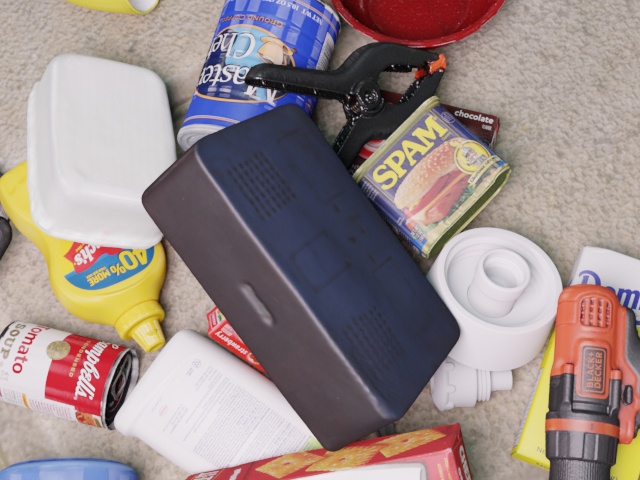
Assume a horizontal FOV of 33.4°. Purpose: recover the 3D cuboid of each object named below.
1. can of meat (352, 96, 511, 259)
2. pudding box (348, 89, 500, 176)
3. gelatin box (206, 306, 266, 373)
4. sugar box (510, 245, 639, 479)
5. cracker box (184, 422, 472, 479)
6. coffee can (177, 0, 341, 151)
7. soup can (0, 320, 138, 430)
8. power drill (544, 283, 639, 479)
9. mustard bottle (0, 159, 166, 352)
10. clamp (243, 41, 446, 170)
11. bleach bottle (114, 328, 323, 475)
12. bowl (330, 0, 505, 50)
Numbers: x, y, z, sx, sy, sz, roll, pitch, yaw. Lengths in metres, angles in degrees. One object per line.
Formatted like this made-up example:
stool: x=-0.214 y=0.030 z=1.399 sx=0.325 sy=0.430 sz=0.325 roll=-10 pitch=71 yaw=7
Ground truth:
can of meat: x=0.087 y=-0.047 z=0.839 sx=0.102 sy=0.057 sz=0.084 roll=-45 pitch=76 yaw=-5
pudding box: x=0.085 y=-0.071 z=0.896 sx=0.113 sy=0.039 sz=0.090 roll=15 pitch=75 yaw=10
gelatin box: x=-0.032 y=0.066 z=0.834 sx=0.073 sy=0.089 sz=0.030 roll=-40 pitch=33 yaw=17
sugar box: x=0.220 y=0.099 z=0.827 sx=0.093 sy=0.048 sz=0.176 roll=19 pitch=78 yaw=8
cracker box: x=0.013 y=0.232 z=0.752 sx=0.214 sy=0.072 sz=0.164 roll=-14 pitch=93 yaw=15
coffee can: x=-0.050 y=-0.132 z=0.896 sx=0.103 sy=0.103 sz=0.140 roll=14 pitch=76 yaw=10
soup can: x=-0.206 y=0.108 z=0.861 sx=0.102 sy=0.068 sz=0.068 roll=13 pitch=75 yaw=10
power drill: x=0.255 y=0.129 z=0.766 sx=0.187 sy=0.057 sz=0.184 roll=7 pitch=77 yaw=-2
mustard bottle: x=-0.184 y=0.011 z=0.889 sx=0.096 sy=0.058 sz=0.192 roll=-26 pitch=72 yaw=-25
clamp: x=0.031 y=-0.100 z=0.855 sx=0.171 sy=0.039 sz=0.120 roll=-19 pitch=100 yaw=-21
bleach bottle: x=-0.031 y=0.177 z=0.825 sx=0.251 sy=0.068 sz=0.102 roll=35 pitch=88 yaw=11
bowl: x=0.085 y=-0.223 z=0.928 sx=0.162 sy=0.055 sz=0.162 roll=-2 pitch=68 yaw=5
